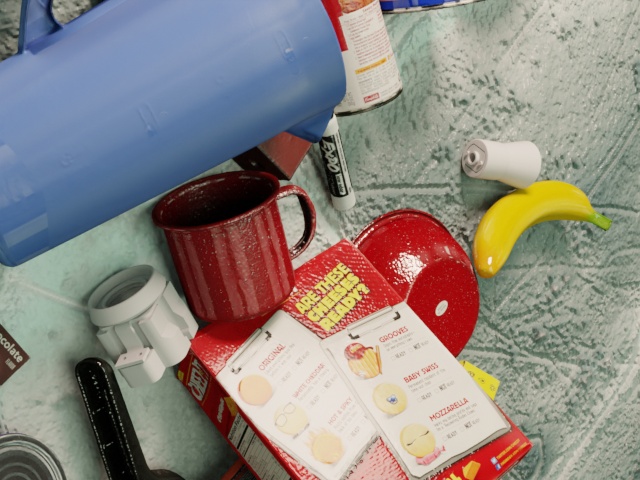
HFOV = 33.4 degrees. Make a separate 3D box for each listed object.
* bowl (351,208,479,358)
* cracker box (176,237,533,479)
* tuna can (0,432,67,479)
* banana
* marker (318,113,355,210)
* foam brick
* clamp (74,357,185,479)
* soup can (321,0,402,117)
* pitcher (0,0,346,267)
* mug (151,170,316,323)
[{"bbox_3d":[0.085,0.056,0.913,0.161,0.055,0.162,-7,102,-38],"label":"bowl"},{"bbox_3d":[0.023,0.126,0.787,0.164,0.214,0.072,-32,160,-31],"label":"cracker box"},{"bbox_3d":[-0.205,0.169,0.691,0.086,0.034,0.086,27,54,-45],"label":"tuna can"},{"bbox_3d":[0.193,-0.019,0.979,0.197,0.070,0.037,-19,142,-39],"label":"banana"},{"bbox_3d":[0.008,-0.072,0.827,0.020,0.020,0.121,-43,141,-25],"label":"marker"},{"bbox_3d":[-0.047,-0.088,0.782,0.078,0.053,0.051,44,71,-35],"label":"foam brick"},{"bbox_3d":[-0.132,0.203,0.741,0.210,0.036,0.164,60,33,-43],"label":"clamp"},{"bbox_3d":[0.019,-0.154,0.814,0.068,0.069,0.102,-33,118,-30],"label":"soup can"},{"bbox_3d":[-0.119,-0.096,0.654,0.242,0.149,0.145,-31,161,-14],"label":"pitcher"},{"bbox_3d":[-0.055,0.001,0.767,0.117,0.093,0.081,-25,118,-23],"label":"mug"}]
